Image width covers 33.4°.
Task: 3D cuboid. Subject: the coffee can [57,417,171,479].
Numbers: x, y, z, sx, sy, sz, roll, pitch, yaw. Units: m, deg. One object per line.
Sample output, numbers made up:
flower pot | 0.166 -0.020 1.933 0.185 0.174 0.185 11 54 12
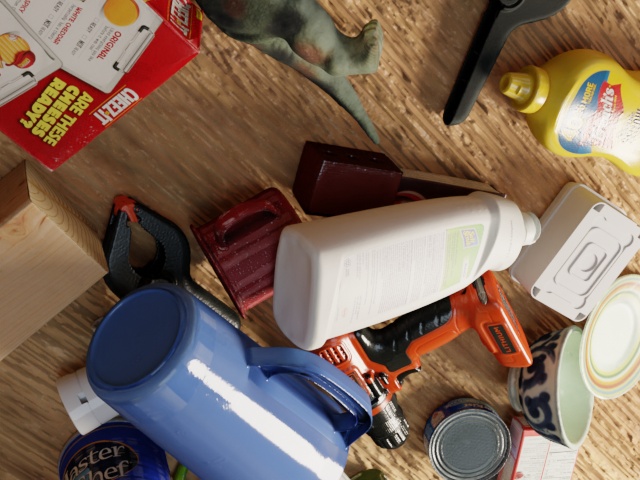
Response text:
coffee can | -0.179 0.240 0.956 0.102 0.140 0.103 -7 117 -14

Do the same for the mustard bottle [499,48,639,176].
mustard bottle | 0.242 -0.119 0.955 0.191 0.058 0.096 11 116 -25

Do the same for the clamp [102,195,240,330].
clamp | -0.134 0.037 0.931 0.120 0.039 0.171 -21 119 -27

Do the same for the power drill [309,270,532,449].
power drill | 0.099 0.114 1.009 0.188 0.057 0.184 -24 128 11

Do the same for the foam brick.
foam brick | 0.022 -0.050 0.929 0.078 0.053 0.051 7 113 -22

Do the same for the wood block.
wood block | -0.283 0.044 0.858 0.206 0.090 0.090 -40 120 3

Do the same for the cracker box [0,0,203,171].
cracker box | -0.215 -0.174 0.760 0.164 0.072 0.213 -33 124 25

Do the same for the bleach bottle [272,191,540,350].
bleach bottle | 0.084 0.016 0.908 0.250 0.068 0.103 -11 121 -30

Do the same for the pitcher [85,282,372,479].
pitcher | -0.076 0.135 0.908 0.149 0.145 0.242 -53 135 -11

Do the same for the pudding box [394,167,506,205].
pudding box | 0.103 -0.015 0.979 0.113 0.039 0.090 7 112 -21

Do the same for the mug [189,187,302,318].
mug | -0.056 0.001 0.903 0.081 0.093 0.117 -30 149 -7

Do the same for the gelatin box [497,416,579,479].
gelatin box | 0.231 0.227 1.123 0.073 0.030 0.089 0 114 -18

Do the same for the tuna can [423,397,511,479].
tuna can | 0.149 0.205 1.094 0.086 0.034 0.086 -2 106 -7

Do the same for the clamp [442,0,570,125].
clamp | 0.144 -0.216 0.895 0.210 0.036 0.164 -40 121 9
